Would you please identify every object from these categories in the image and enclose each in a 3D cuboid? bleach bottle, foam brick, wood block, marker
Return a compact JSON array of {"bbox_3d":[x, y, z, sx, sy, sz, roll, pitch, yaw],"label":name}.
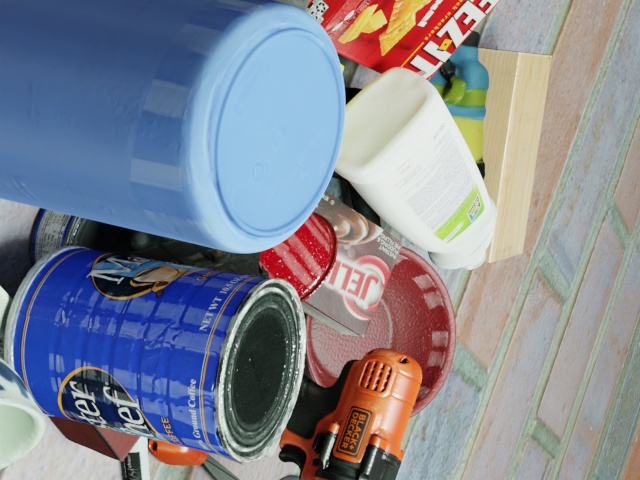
[{"bbox_3d":[0.090,-0.036,0.909,0.102,0.068,0.250,-45,144,-4],"label":"bleach bottle"},{"bbox_3d":[-0.139,0.098,0.716,0.078,0.053,0.051,-55,142,-31],"label":"foam brick"},{"bbox_3d":[0.164,-0.091,1.084,0.090,0.091,0.206,-12,111,-56],"label":"wood block"},{"bbox_3d":[-0.134,0.190,0.791,0.020,0.020,0.121,-29,125,-50],"label":"marker"}]

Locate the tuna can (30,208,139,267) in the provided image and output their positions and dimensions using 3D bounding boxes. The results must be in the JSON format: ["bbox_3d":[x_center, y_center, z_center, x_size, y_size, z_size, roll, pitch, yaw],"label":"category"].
[{"bbox_3d":[-0.145,0.003,0.689,0.085,0.034,0.086,-27,123,-51],"label":"tuna can"}]

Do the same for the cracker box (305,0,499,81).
[{"bbox_3d":[0.073,-0.211,0.827,0.164,0.072,0.213,-46,159,17],"label":"cracker box"}]

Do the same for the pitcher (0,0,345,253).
[{"bbox_3d":[-0.109,-0.066,0.520,0.149,0.243,0.145,-14,115,-54],"label":"pitcher"}]

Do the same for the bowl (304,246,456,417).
[{"bbox_3d":[0.042,0.083,0.958,0.161,0.055,0.162,2,87,-31],"label":"bowl"}]

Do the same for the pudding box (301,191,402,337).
[{"bbox_3d":[0.005,0.016,0.883,0.113,0.039,0.090,32,71,-26],"label":"pudding box"}]

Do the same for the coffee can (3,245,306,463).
[{"bbox_3d":[-0.093,0.062,0.611,0.102,0.140,0.103,8,90,-66],"label":"coffee can"}]

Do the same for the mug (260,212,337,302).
[{"bbox_3d":[-0.055,0.001,0.792,0.117,0.093,0.081,-35,136,3],"label":"mug"}]

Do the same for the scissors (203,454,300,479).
[{"bbox_3d":[-0.049,0.216,0.938,0.096,0.016,0.202,-53,141,-35],"label":"scissors"}]

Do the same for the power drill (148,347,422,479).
[{"bbox_3d":[-0.032,0.152,0.778,0.057,0.188,0.184,47,61,-55],"label":"power drill"}]
